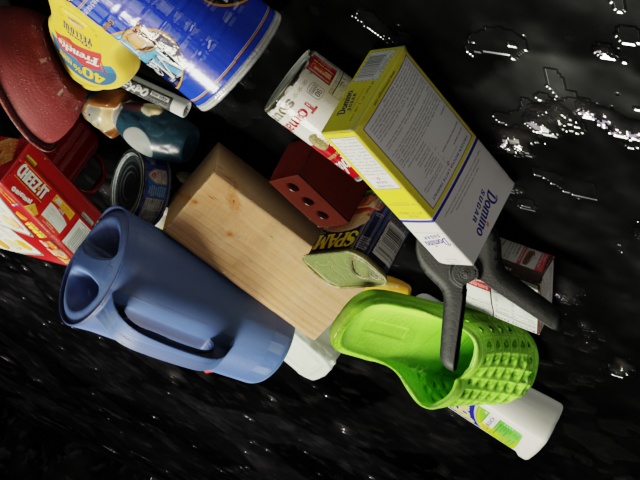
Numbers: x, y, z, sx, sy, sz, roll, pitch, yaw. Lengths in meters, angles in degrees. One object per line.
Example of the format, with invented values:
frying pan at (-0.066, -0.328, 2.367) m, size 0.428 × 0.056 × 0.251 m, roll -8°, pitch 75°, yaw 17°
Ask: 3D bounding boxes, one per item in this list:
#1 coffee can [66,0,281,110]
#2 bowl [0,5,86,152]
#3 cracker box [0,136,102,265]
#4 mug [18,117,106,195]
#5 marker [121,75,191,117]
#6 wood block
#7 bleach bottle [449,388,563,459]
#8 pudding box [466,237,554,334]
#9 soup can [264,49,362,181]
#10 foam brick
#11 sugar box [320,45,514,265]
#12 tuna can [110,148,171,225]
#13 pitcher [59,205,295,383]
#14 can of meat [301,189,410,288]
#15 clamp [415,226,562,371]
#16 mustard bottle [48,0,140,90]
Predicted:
coffee can at (-0.117, -0.188, 0.861) m, size 0.140 × 0.102 × 0.103 m, roll 38°, pitch 156°, yaw -18°
bowl at (-0.283, -0.174, 1.080) m, size 0.055 × 0.162 × 0.162 m, roll -20°, pitch 141°, yaw 8°
cracker box at (-0.372, -0.054, 1.265) m, size 0.214 × 0.072 × 0.164 m, roll 12°, pitch 150°, yaw 39°
mug at (-0.312, -0.102, 1.291) m, size 0.117 × 0.081 × 0.093 m, roll 34°, pitch 157°, yaw -9°
marker at (-0.191, -0.161, 1.108) m, size 0.121 × 0.020 × 0.020 m, roll 26°, pitch 157°, yaw 10°
wood block at (-0.058, 0.002, 1.152) m, size 0.206 × 0.090 × 0.091 m, roll 37°, pitch -160°, yaw -17°
bleach bottle at (0.167, 0.173, 1.315) m, size 0.251 × 0.068 × 0.103 m, roll 29°, pitch 157°, yaw 8°
pudding box at (0.182, 0.041, 1.055) m, size 0.090 × 0.039 × 0.113 m, roll 20°, pitch 157°, yaw 21°
soup can at (0.012, -0.108, 0.916) m, size 0.102 × 0.068 × 0.069 m, roll 36°, pitch 156°, yaw -12°
foam brick at (-0.001, -0.057, 1.053) m, size 0.078 × 0.051 × 0.053 m, roll 42°, pitch 154°, yaw -25°
sugar box at (0.084, -0.067, 0.881) m, size 0.048 × 0.093 × 0.176 m, roll 4°, pitch 145°, yaw 47°
tuna can at (-0.199, -0.058, 1.175) m, size 0.033 × 0.086 × 0.086 m, roll 9°, pitch 171°, yaw -35°
pitcher at (-0.146, 0.075, 1.149) m, size 0.242 × 0.149 × 0.145 m, roll 27°, pitch 156°, yaw -32°
can of meat at (0.041, -0.002, 1.074) m, size 0.057 × 0.084 × 0.102 m, roll 41°, pitch 155°, yaw -25°
clamp at (0.132, 0.037, 0.996) m, size 0.171 × 0.120 × 0.039 m, roll 57°, pitch -166°, yaw 4°
mustard bottle at (-0.215, -0.196, 1.017) m, size 0.096 × 0.058 × 0.192 m, roll 35°, pitch 158°, yaw 3°
